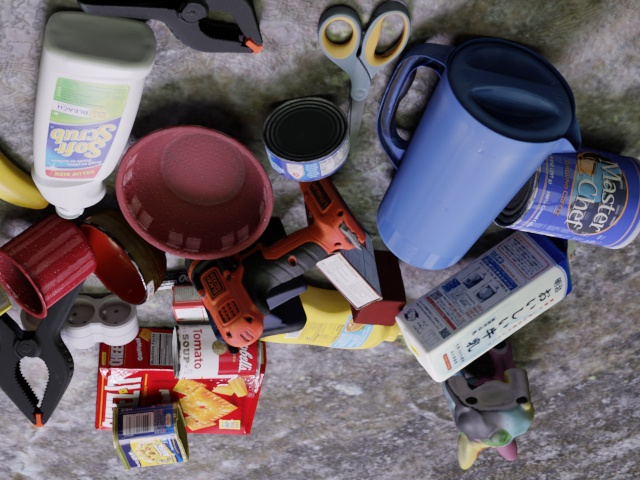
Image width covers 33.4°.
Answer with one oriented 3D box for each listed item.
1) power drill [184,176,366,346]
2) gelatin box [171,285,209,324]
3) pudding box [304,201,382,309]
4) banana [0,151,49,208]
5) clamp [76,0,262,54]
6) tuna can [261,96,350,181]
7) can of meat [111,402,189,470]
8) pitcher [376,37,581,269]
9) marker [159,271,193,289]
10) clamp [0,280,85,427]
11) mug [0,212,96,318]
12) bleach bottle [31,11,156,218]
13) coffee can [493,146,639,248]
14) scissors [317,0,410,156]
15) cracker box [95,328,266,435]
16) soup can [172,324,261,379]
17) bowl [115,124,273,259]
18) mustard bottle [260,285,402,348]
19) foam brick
[{"bbox_3d":[-0.058,0.001,1.144,0.188,0.184,0.057,-37,140,6],"label":"power drill"},{"bbox_3d":[-0.140,0.076,1.290,0.073,0.030,0.089,-3,163,-4],"label":"gelatin box"},{"bbox_3d":[0.025,0.012,1.202,0.039,0.090,0.113,-24,139,20],"label":"pudding box"},{"bbox_3d":[-0.329,-0.092,1.064,0.069,0.037,0.198,-5,142,0],"label":"banana"},{"bbox_3d":[-0.113,-0.219,0.934,0.171,0.039,0.120,15,142,-34],"label":"clamp"},{"bbox_3d":[-0.013,-0.100,1.059,0.086,0.086,0.034,-8,143,2],"label":"tuna can"},{"bbox_3d":[-0.219,0.254,1.387,0.084,0.057,0.102,-6,144,0],"label":"can of meat"},{"bbox_3d":[0.136,-0.083,1.083,0.144,0.149,0.243,-6,148,-25],"label":"pitcher"},{"bbox_3d":[-0.151,0.045,1.277,0.121,0.020,0.020,-7,142,0],"label":"marker"},{"bbox_3d":[-0.349,0.115,1.244,0.164,0.036,0.210,3,104,1],"label":"clamp"},{"bbox_3d":[-0.305,0.023,1.164,0.117,0.081,0.093,4,128,50],"label":"mug"},{"bbox_3d":[-0.227,-0.107,1.041,0.102,0.068,0.251,7,142,-13],"label":"bleach bottle"},{"bbox_3d":[0.265,-0.052,1.145,0.140,0.103,0.103,10,139,-19],"label":"coffee can"},{"bbox_3d":[0.023,-0.158,1.048,0.096,0.016,0.202,11,139,-18],"label":"scissors"},{"bbox_3d":[-0.187,0.190,1.413,0.213,0.072,0.164,3,141,-11],"label":"cracker box"},{"bbox_3d":[-0.129,0.136,1.318,0.102,0.068,0.069,0,141,-13],"label":"soup can"},{"bbox_3d":[-0.125,-0.060,1.098,0.162,0.055,0.162,3,125,4],"label":"bowl"},{"bbox_3d":[0.023,0.099,1.337,0.191,0.058,0.096,8,141,-17],"label":"mustard bottle"},{"bbox_3d":[0.066,0.057,1.275,0.053,0.078,0.051,6,139,-16],"label":"foam brick"}]
